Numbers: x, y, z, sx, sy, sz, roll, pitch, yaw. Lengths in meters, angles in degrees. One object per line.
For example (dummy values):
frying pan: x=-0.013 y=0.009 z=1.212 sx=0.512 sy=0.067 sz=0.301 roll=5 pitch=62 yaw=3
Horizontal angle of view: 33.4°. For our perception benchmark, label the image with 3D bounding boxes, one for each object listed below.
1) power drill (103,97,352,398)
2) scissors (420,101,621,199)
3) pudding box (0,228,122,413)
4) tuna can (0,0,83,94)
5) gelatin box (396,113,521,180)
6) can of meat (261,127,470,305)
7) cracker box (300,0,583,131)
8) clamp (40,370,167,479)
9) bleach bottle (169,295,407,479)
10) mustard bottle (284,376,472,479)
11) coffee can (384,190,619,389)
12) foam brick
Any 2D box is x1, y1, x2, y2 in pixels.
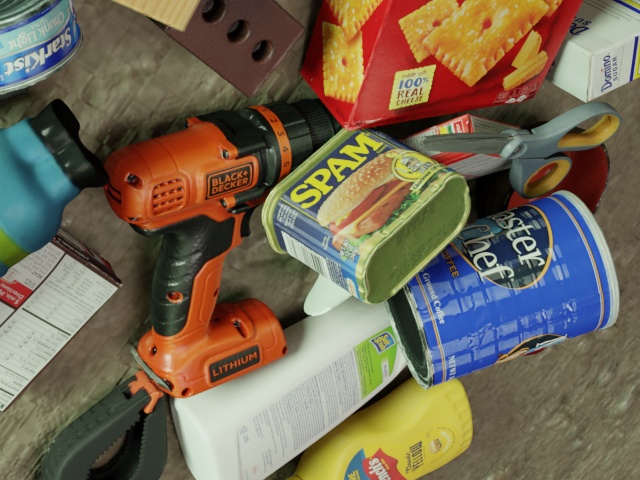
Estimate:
power drill: x=-0.055 y=0.001 z=0.697 sx=0.184 sy=0.057 sz=0.188 roll=-19 pitch=129 yaw=-32
scissors: x=0.123 y=-0.051 z=0.708 sx=0.201 sy=0.016 sz=0.096 roll=-16 pitch=149 yaw=-34
pudding box: x=-0.187 y=0.039 z=0.630 sx=0.113 sy=0.039 sz=0.090 roll=-45 pitch=139 yaw=1
tuna can: x=-0.159 y=-0.104 z=0.508 sx=0.086 sy=0.086 sz=0.034 roll=-26 pitch=132 yaw=-22
gelatin box: x=0.094 y=-0.061 z=0.747 sx=0.073 sy=0.030 sz=0.089 roll=-17 pitch=171 yaw=33
can of meat: x=0.030 y=-0.017 z=0.658 sx=0.102 sy=0.084 sz=0.057 roll=-42 pitch=142 yaw=-22
cracker box: x=0.095 y=-0.175 z=0.642 sx=0.163 sy=0.072 sz=0.214 roll=-12 pitch=141 yaw=-31
clamp: x=-0.175 y=0.186 z=0.752 sx=0.164 sy=0.036 sz=0.210 roll=9 pitch=113 yaw=-43
bleach bottle: x=0.010 y=0.099 z=0.820 sx=0.250 sy=0.068 sz=0.102 roll=-28 pitch=136 yaw=-23
mustard bottle: x=0.040 y=0.187 z=0.914 sx=0.191 sy=0.058 sz=0.096 roll=-27 pitch=133 yaw=-21
coffee can: x=0.122 y=0.034 z=0.751 sx=0.140 sy=0.103 sz=0.103 roll=-18 pitch=133 yaw=-7
foam brick: x=-0.058 y=-0.127 z=0.599 sx=0.053 sy=0.051 sz=0.078 roll=-52 pitch=138 yaw=6
